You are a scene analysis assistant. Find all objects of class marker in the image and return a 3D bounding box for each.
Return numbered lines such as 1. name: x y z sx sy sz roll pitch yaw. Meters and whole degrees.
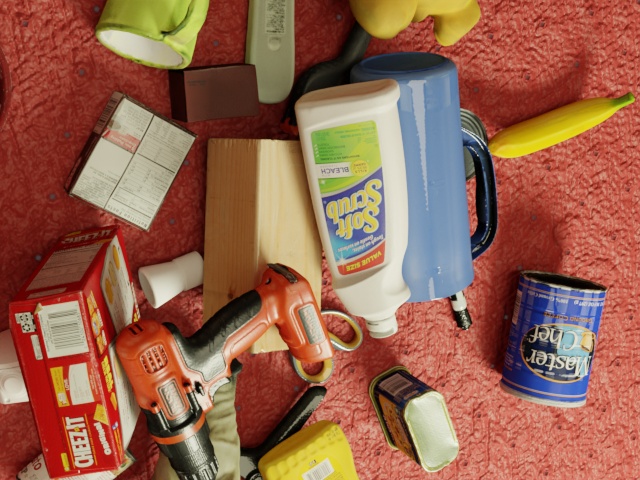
1. marker: 0.154 0.050 1.241 0.020 0.020 0.121 -24 110 -18

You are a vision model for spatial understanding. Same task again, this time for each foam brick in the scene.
1. foam brick: -0.106 -0.148 1.067 0.078 0.051 0.053 -8 103 -22

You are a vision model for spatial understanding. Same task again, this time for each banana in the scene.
1. banana: 0.263 -0.132 1.224 0.197 0.070 0.037 -22 77 -19

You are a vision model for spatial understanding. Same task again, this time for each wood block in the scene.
1. wood block: -0.058 0.001 1.078 0.090 0.091 0.206 -2 97 -41

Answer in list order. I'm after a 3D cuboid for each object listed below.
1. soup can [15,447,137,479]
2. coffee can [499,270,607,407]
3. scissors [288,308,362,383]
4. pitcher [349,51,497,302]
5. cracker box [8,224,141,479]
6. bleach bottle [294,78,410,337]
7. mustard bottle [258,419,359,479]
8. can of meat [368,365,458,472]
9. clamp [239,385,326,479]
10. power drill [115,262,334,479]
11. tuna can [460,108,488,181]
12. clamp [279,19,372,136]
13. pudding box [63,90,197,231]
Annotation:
1. soup can: -0.246 0.229 1.078 0.102 0.069 0.068 -39 113 -11
2. coffee can: 0.274 0.114 1.261 0.102 0.103 0.140 5 99 -25
3. scissors: -0.045 0.095 1.166 0.201 0.016 0.096 21 92 -26
4. pitcher: 0.100 -0.069 1.114 0.145 0.149 0.243 4 113 21
5. cracker box: -0.215 0.094 0.980 0.072 0.213 0.164 -9 106 1
6. bleach bottle: 0.047 -0.024 1.040 0.103 0.068 0.251 -6 110 17
7. mustard bottle: 0.017 0.296 1.147 0.096 0.058 0.191 -31 98 -18
8. can of meat: 0.108 0.204 1.218 0.057 0.084 0.102 -26 110 -16
9. clamp: -0.061 0.272 1.173 0.209 0.036 0.164 -23 95 -13
10. power drill: -0.080 0.120 0.983 0.187 0.057 0.184 -32 123 -22
11. tuna can: 0.143 -0.106 1.195 0.086 0.034 0.086 -5 103 -23
12. clamp: 0.035 -0.159 1.136 0.171 0.039 0.120 -45 111 -9
13. pudding box: -0.187 -0.077 1.055 0.090 0.039 0.113 29 91 -26
